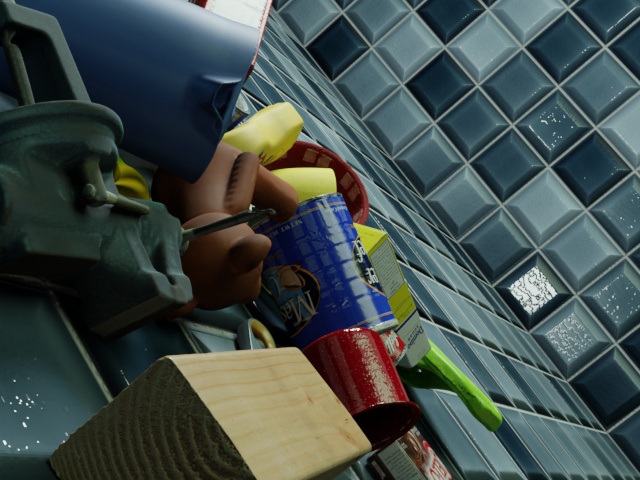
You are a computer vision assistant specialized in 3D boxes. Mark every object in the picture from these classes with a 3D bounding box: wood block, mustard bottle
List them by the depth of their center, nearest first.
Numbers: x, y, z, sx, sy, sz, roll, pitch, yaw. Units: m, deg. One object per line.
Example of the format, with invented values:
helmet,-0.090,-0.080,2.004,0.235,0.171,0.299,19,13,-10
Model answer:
wood block,-0.054,0.125,0.633,0.090,0.091,0.206,52,11,14
mustard bottle,-0.093,-0.095,1.182,0.058,0.096,0.191,54,30,-3

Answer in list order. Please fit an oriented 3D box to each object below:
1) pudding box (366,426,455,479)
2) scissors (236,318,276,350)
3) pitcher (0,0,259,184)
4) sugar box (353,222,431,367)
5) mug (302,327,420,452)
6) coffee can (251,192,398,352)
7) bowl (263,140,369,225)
pudding box,0.092,0.223,1.015,0.090,0.039,0.113,52,11,10
scissors,-0.065,0.095,0.883,0.096,0.016,0.201,58,12,27
pitcher,-0.180,-0.149,0.827,0.242,0.149,0.145,23,47,-15
sugar box,0.054,0.059,1.179,0.093,0.048,0.176,17,-40,44
mug,0.027,0.135,0.920,0.117,0.093,0.081,98,-25,-54
coffee can,0.001,0.038,1.030,0.140,0.103,0.102,67,14,8
bowl,-0.024,-0.046,1.316,0.162,0.055,0.162,13,50,-17
